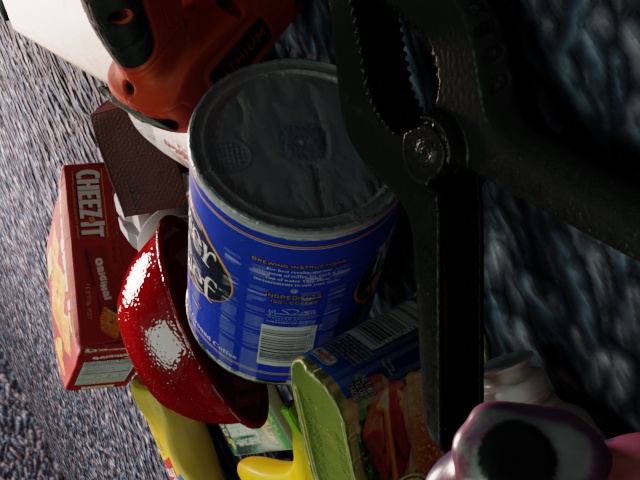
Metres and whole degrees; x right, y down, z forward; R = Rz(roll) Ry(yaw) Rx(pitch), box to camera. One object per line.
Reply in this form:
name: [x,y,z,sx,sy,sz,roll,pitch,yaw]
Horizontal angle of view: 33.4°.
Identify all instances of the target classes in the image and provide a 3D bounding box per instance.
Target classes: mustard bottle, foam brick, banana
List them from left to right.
foam brick: [-0.117,-0.063,0.738,0.051,0.053,0.078,-72,-31,-66]
mustard bottle: [-0.127,0.218,1.058,0.096,0.058,0.191,12,124,67]
banana: [-0.019,0.169,0.795,0.070,0.037,0.198,56,154,13]

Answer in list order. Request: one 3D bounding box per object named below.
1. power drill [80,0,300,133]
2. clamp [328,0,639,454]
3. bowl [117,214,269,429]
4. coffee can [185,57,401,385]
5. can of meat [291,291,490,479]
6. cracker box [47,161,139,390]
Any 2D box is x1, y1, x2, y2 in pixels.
power drill: [-0.065,-0.150,0.463,0.057,0.184,0.187,31,162,28]
clamp: [0.060,-0.036,0.402,0.165,0.036,0.210,-36,69,52]
bowl: [-0.095,0.066,0.746,0.162,0.055,0.162,-91,-25,-69]
coffee can: [-0.015,-0.005,0.532,0.103,0.102,0.140,54,155,26]
can of meat: [0.037,0.086,0.532,0.058,0.083,0.102,33,141,53]
cracker box: [-0.207,0.040,0.982,0.214,0.072,0.164,133,130,-66]
